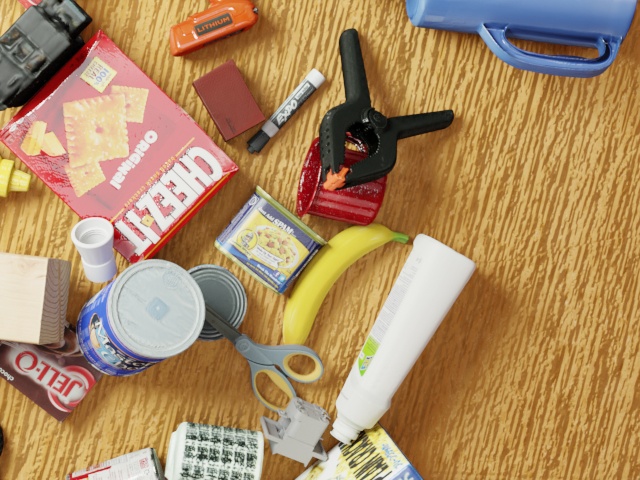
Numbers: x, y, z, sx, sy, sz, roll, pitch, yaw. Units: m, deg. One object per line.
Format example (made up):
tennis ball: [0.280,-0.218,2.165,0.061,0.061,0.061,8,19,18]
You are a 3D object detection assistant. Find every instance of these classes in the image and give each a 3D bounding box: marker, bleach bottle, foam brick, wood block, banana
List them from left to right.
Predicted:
wood block: [-0.381,0.053,1.132,0.206,0.090,0.091,6,87,3]
foam brick: [-0.103,-0.156,1.197,0.053,0.051,0.078,-29,98,-4]
marker: [-0.041,-0.146,1.223,0.020,0.020,0.121,42,88,-9]
banana: [0.015,0.043,1.238,0.198,0.037,0.069,-44,100,-2]
bleach bottle: [0.085,0.117,1.225,0.068,0.102,0.251,30,92,-8]

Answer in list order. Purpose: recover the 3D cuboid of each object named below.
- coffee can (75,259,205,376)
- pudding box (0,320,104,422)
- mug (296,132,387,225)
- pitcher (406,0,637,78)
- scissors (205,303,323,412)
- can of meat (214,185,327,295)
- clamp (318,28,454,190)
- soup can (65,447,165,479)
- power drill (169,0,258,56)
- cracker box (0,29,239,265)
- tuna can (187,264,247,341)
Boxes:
coffee can: [-0.195,0.086,1.144,0.102,0.141,0.103,8,72,-25]
pudding box: [-0.304,0.135,1.199,0.113,0.039,0.090,40,89,-9]
mug: [0.025,-0.073,1.212,0.081,0.093,0.117,12,57,-14]
pitcher: [0.223,-0.276,1.193,0.242,0.149,0.145,3,119,-5]
scissors: [-0.067,0.113,1.211,0.096,0.016,0.201,-27,116,2]
can of meat: [-0.058,0.002,1.215,0.102,0.057,0.084,39,91,-9]
clamp: [0.048,-0.137,1.181,0.164,0.036,0.209,43,51,-4]
soup can: [-0.229,0.281,1.209,0.102,0.068,0.068,-17,97,-7]
power drill: [-0.161,-0.302,1.172,0.184,0.057,0.187,-22,98,-6]
cracker box: [-0.221,-0.098,1.175,0.164,0.072,0.213,-45,100,-2]
tuna can: [-0.128,0.070,1.222,0.086,0.034,0.086,-1,95,-8]
